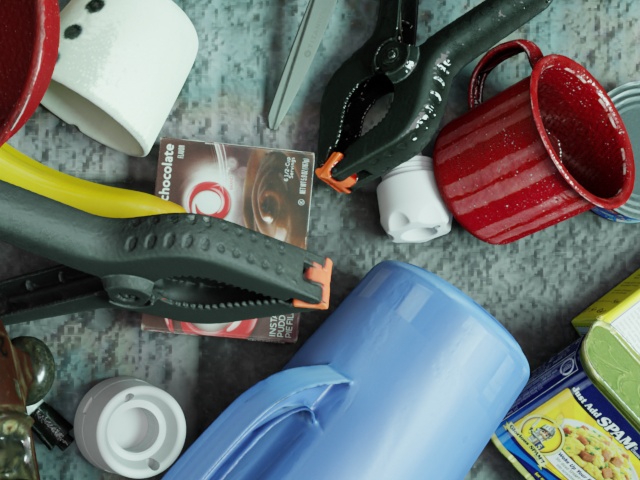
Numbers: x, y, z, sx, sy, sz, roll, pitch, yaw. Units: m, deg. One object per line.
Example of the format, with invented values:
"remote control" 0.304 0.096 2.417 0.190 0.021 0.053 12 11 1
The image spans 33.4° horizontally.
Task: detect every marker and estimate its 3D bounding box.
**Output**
"marker" -0.186 0.074 0.607 0.020 0.020 0.121 -45 93 -8

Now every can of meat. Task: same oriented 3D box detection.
"can of meat" 0.159 0.111 0.617 0.102 0.057 0.084 47 123 1

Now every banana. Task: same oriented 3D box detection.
"banana" -0.166 -0.041 0.593 0.198 0.037 0.070 35 125 3

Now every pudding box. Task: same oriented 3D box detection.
"pudding box" -0.054 0.001 0.620 0.090 0.039 0.113 6 85 -7

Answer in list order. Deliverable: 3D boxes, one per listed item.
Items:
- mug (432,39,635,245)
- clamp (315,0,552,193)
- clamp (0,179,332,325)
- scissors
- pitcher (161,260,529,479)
"mug" 0.116 -0.058 0.616 0.093 0.082 0.117 -1 71 -45
"clamp" 0.059 -0.102 0.619 0.039 0.120 0.171 26 86 -46
"clamp" -0.101 0.008 0.533 0.210 0.164 0.036 2 64 6
"scissors" -0.003 -0.167 0.608 0.096 0.016 0.202 32 101 -29
"pitcher" -0.001 0.127 0.572 0.145 0.149 0.242 40 79 -4
